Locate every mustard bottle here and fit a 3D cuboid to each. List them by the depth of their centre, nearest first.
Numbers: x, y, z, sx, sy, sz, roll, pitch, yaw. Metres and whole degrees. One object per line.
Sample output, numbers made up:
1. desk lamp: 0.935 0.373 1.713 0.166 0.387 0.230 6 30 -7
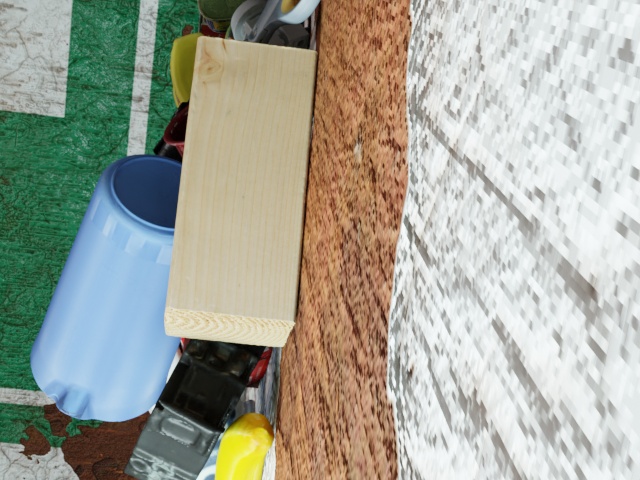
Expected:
1. mustard bottle: -0.139 -0.173 1.217 0.192 0.058 0.096 -174 66 -83

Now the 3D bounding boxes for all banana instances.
1. banana: -0.060 0.186 0.851 0.198 0.037 0.070 100 154 -44

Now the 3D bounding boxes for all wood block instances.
1. wood block: -0.059 -0.034 0.789 0.090 0.090 0.206 114 161 -71

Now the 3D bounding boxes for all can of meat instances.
1. can of meat: -0.083 -0.265 1.180 0.084 0.102 0.057 179 85 -88

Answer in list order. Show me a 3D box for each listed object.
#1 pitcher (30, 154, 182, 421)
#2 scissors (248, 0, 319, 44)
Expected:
1. pitcher: -0.171 0.036 0.970 0.149 0.144 0.243 58 138 32
2. scissors: -0.040 -0.157 0.824 0.202 0.016 0.096 -60 27 26
